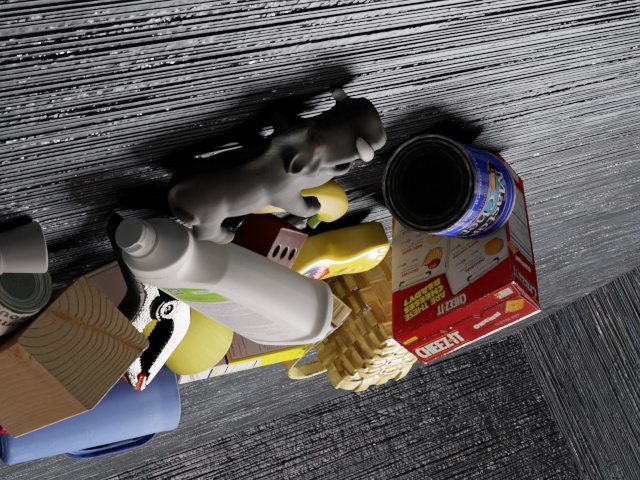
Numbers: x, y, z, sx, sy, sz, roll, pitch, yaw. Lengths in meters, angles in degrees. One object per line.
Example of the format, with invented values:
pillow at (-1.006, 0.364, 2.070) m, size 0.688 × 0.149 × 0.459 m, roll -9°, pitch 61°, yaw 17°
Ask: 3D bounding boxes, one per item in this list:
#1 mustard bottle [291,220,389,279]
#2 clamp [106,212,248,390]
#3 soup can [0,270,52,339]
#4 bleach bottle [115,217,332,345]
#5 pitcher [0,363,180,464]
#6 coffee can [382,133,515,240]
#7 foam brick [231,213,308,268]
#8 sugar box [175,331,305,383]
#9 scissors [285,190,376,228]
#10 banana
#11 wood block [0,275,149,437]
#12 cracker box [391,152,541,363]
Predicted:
mustard bottle at (-0.014, 0.023, 1.298) m, size 0.191 × 0.058 × 0.096 m, roll -12°, pitch 168°, yaw -36°
clamp at (-0.151, 0.052, 1.048) m, size 0.164 × 0.036 × 0.210 m, roll -14°, pitch 130°, yaw -42°
soup can at (-0.293, 0.054, 0.946) m, size 0.102 × 0.068 × 0.068 m, roll -32°, pitch 163°, yaw 36°
bleach bottle at (-0.092, 0.034, 0.986) m, size 0.103 × 0.068 × 0.250 m, roll -7°, pitch 157°, yaw 29°
pitcher at (-0.322, 0.230, 1.453) m, size 0.242 × 0.149 × 0.145 m, roll -12°, pitch 176°, yaw -26°
coffee can at (0.140, -0.054, 1.141) m, size 0.103 × 0.103 × 0.140 m, roll -28°, pitch 166°, yaw 23°
foam brick at (-0.057, 0.001, 1.113) m, size 0.053 × 0.051 × 0.078 m, roll -63°, pitch 159°, yaw 6°
sugar box at (-0.115, 0.126, 1.425) m, size 0.176 × 0.093 × 0.048 m, roll -11°, pitch 157°, yaw -17°
scissors at (-0.040, -0.019, 1.183) m, size 0.202 × 0.016 × 0.096 m, roll -25°, pitch 166°, yaw 13°
banana at (-0.017, -0.039, 1.078) m, size 0.070 × 0.037 × 0.197 m, roll -40°, pitch 160°, yaw 14°
wood block at (-0.261, 0.115, 1.017) m, size 0.207 × 0.091 × 0.090 m, roll -27°, pitch -161°, yaw 53°
cracker box at (0.167, 0.020, 1.260) m, size 0.164 × 0.213 × 0.072 m, roll -30°, pitch 127°, yaw 29°
